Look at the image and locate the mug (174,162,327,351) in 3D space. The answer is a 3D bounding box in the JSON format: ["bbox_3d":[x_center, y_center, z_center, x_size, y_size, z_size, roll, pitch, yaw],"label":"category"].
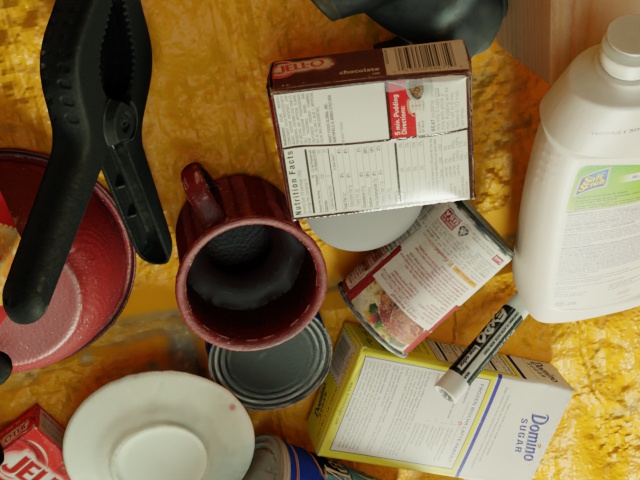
[{"bbox_3d":[-0.054,0.001,0.670,0.093,0.081,0.117,-31,119,4],"label":"mug"}]

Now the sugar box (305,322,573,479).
[{"bbox_3d":[0.088,0.123,0.785,0.176,0.048,0.093,13,110,-21],"label":"sugar box"}]

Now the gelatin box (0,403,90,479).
[{"bbox_3d":[-0.200,0.169,0.753,0.073,0.030,0.089,-35,119,6],"label":"gelatin box"}]

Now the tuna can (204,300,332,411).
[{"bbox_3d":[-0.037,0.073,0.738,0.086,0.034,0.086,-5,118,-10],"label":"tuna can"}]

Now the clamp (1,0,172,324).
[{"bbox_3d":[-0.129,-0.061,0.599,0.036,0.164,0.210,7,110,17],"label":"clamp"}]

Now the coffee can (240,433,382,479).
[{"bbox_3d":[0.003,0.213,0.779,0.140,0.103,0.103,26,108,-23],"label":"coffee can"}]

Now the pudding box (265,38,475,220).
[{"bbox_3d":[0.031,-0.062,0.610,0.113,0.039,0.090,-5,128,4],"label":"pudding box"}]

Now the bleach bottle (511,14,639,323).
[{"bbox_3d":[0.176,-0.040,0.646,0.102,0.068,0.251,-14,148,-4],"label":"bleach bottle"}]

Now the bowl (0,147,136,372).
[{"bbox_3d":[-0.196,0.026,0.668,0.162,0.055,0.162,-5,117,-10],"label":"bowl"}]

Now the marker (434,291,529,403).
[{"bbox_3d":[0.124,0.064,0.751,0.121,0.020,0.020,-47,120,-18],"label":"marker"}]

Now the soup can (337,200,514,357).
[{"bbox_3d":[0.071,0.020,0.716,0.102,0.068,0.068,-44,117,10],"label":"soup can"}]
